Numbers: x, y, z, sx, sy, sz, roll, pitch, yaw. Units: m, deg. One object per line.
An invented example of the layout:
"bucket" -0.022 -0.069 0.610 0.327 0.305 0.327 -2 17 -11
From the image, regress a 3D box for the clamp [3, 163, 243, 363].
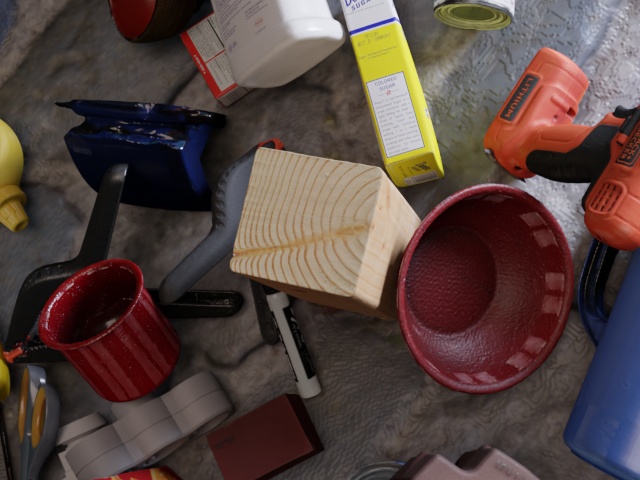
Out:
"clamp" -0.193 0.036 0.907 0.210 0.036 0.164 -25 114 14

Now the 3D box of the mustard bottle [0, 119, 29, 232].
"mustard bottle" -0.329 -0.081 0.976 0.096 0.058 0.192 -42 74 1

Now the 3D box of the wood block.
"wood block" 0.012 0.002 0.806 0.091 0.206 0.090 12 84 14

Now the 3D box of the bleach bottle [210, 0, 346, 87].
"bleach bottle" -0.062 -0.260 0.888 0.103 0.067 0.251 -28 75 44

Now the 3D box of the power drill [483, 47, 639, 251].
"power drill" 0.216 -0.095 0.792 0.057 0.188 0.184 34 90 -28

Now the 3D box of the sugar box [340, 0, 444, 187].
"sugar box" 0.056 -0.138 0.875 0.048 0.093 0.176 -14 79 9

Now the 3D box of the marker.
"marker" -0.027 0.072 0.878 0.020 0.020 0.121 -17 101 10

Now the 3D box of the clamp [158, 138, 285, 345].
"clamp" -0.056 0.001 0.896 0.039 0.120 0.171 3 63 49

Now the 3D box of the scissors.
"scissors" -0.243 0.206 0.908 0.016 0.096 0.202 5 77 -30

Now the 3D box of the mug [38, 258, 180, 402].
"mug" -0.175 0.076 0.861 0.117 0.081 0.093 -4 45 29

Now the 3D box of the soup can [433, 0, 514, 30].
"soup can" 0.133 -0.233 0.885 0.068 0.068 0.102 7 84 14

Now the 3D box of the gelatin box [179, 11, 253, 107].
"gelatin box" -0.068 -0.173 0.943 0.089 0.030 0.073 -32 75 6

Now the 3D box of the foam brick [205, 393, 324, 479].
"foam brick" -0.044 0.165 0.874 0.078 0.051 0.053 -28 75 7

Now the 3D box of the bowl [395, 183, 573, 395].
"bowl" 0.117 0.035 0.830 0.161 0.055 0.162 -3 97 -26
